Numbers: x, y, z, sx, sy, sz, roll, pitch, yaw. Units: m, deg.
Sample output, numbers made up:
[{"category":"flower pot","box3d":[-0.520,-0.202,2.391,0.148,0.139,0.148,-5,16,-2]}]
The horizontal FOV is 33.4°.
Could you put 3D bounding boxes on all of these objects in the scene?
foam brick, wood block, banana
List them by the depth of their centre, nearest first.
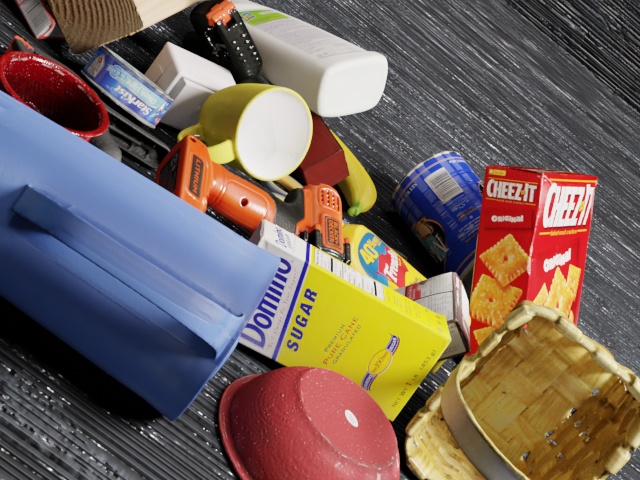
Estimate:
[{"category":"wood block","box3d":[-0.178,-0.265,1.072,0.090,0.091,0.205,68,28,-16]},{"category":"foam brick","box3d":[-0.010,-0.098,1.158,0.078,0.051,0.053,58,-8,31]},{"category":"banana","box3d":[0.012,-0.096,1.220,0.198,0.037,0.069,54,14,31]}]

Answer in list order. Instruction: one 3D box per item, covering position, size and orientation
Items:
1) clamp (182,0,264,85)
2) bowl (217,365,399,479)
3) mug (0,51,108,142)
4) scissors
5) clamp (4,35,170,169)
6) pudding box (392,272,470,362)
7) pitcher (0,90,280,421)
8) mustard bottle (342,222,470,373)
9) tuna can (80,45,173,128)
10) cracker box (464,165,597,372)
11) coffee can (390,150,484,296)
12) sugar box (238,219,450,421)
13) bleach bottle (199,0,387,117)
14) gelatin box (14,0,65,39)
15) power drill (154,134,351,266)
[{"category":"clamp","box3d":[-0.090,-0.190,1.132,0.164,0.036,0.210,46,-10,3]},{"category":"bowl","box3d":[0.005,0.147,0.793,0.162,0.055,0.162,33,26,-19]},{"category":"mug","box3d":[-0.228,-0.092,0.818,0.093,0.082,0.117,9,40,-49]},{"category":"scissors","box3d":[0.008,-0.028,1.135,0.201,0.016,0.096,15,35,-45]},{"category":"clamp","box3d":[-0.207,-0.115,0.942,0.171,0.039,0.120,46,10,16]},{"category":"pudding box","box3d":[0.074,0.077,0.942,0.090,0.114,0.039,-78,145,-62]},{"category":"pitcher","box3d":[-0.155,0.002,0.706,0.242,0.149,0.145,34,38,-7]},{"category":"mustard bottle","box3d":[0.057,0.040,1.043,0.191,0.058,0.096,41,29,0]},{"category":"tuna can","box3d":[-0.180,-0.144,0.997,0.086,0.034,0.086,38,3,-3]},{"category":"cracker box","box3d":[0.223,0.032,1.121,0.072,0.214,0.163,11,8,32]},{"category":"coffee can","box3d":[0.162,-0.020,1.240,0.102,0.103,0.140,4,43,-53]},{"category":"sugar box","box3d":[0.006,0.066,0.860,0.176,0.093,0.048,27,21,-13]},{"category":"bleach bottle","box3d":[-0.046,-0.221,1.200,0.102,0.068,0.251,-17,41,-39]},{"category":"gelatin box","box3d":[-0.267,-0.241,1.050,0.089,0.030,0.073,60,27,7]},{"category":"power drill","box3d":[-0.056,0.001,0.929,0.187,0.057,0.184,26,41,-28]}]
